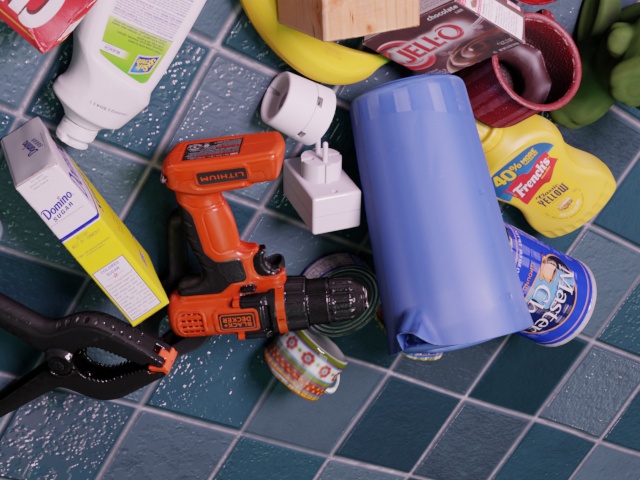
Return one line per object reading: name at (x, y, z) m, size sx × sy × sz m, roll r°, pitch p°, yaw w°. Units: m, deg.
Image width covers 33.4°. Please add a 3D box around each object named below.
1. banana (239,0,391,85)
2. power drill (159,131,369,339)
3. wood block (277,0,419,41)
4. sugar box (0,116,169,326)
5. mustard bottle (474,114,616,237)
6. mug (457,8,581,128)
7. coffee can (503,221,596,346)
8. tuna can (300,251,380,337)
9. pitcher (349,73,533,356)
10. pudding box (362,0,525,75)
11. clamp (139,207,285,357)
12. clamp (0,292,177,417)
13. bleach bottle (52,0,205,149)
banana at (-0.017, -0.188, 0.929) m, size 0.197 × 0.037 × 0.069 m, roll 31°, pitch 87°, yaw -36°
power drill at (-0.056, 0.001, 0.939) m, size 0.184 × 0.057 × 0.188 m, roll -6°, pitch 117°, yaw 4°
wood block at (0.018, -0.271, 0.832) m, size 0.090 × 0.091 × 0.206 m, roll -14°, pitch 116°, yaw -24°
sugar box at (-0.200, -0.015, 0.917) m, size 0.048 × 0.093 × 0.176 m, roll -32°, pitch 128°, yaw -4°
mustard bottle at (0.208, -0.077, 1.080) m, size 0.191 × 0.058 × 0.096 m, roll 30°, pitch 123°, yaw -34°
mug at (0.184, -0.163, 0.993) m, size 0.093 × 0.082 × 0.117 m, roll 27°, pitch 71°, yaw -14°
coffee can at (0.208, 0.044, 1.130) m, size 0.140 × 0.103 × 0.103 m, roll 24°, pitch 108°, yaw -34°
tuna can at (0.018, 0.055, 1.095) m, size 0.086 × 0.034 × 0.086 m, roll -11°, pitch 124°, yaw -18°
pitcher at (0.108, -0.022, 0.975) m, size 0.145 × 0.149 × 0.243 m, roll -12°, pitch 87°, yaw -4°
pudding box at (0.106, -0.185, 0.924) m, size 0.089 × 0.039 × 0.114 m, roll 19°, pitch 155°, yaw -37°
clamp at (-0.113, 0.054, 1.022) m, size 0.120 × 0.039 × 0.172 m, roll 22°, pitch 119°, yaw -10°
clamp at (-0.234, 0.110, 0.968) m, size 0.210 × 0.036 × 0.165 m, roll 8°, pitch 126°, yaw 7°
bleach bottle at (-0.152, -0.187, 0.851) m, size 0.102 × 0.068 × 0.251 m, roll 20°, pitch 112°, yaw -31°
